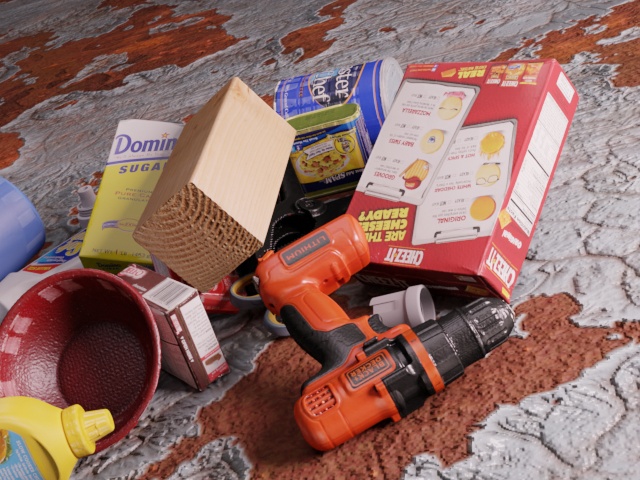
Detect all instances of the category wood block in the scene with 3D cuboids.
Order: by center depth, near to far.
[{"bbox_3d":[-0.098,-0.058,1.035,0.090,0.090,0.206,-39,22,29],"label":"wood block"}]

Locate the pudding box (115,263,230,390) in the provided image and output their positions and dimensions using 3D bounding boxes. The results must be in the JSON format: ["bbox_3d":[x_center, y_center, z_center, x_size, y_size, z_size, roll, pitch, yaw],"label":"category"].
[{"bbox_3d":[-0.138,0.076,0.956,0.039,0.090,0.114,-35,31,-26],"label":"pudding box"}]

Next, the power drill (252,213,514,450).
[{"bbox_3d":[0.039,0.059,0.854,0.184,0.057,0.188,-29,42,-5],"label":"power drill"}]

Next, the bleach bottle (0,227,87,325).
[{"bbox_3d":[-0.257,0.032,1.150,0.250,0.068,0.103,-32,28,-21],"label":"bleach bottle"}]

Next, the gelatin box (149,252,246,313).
[{"bbox_3d":[-0.119,0.031,1.032,0.073,0.030,0.089,4,39,-29],"label":"gelatin box"}]

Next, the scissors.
[{"bbox_3d":[0.015,0.039,1.006,0.201,0.016,0.096,-14,41,-14],"label":"scissors"}]

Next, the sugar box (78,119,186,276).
[{"bbox_3d":[-0.185,-0.045,1.120,0.093,0.048,0.176,5,62,6],"label":"sugar box"}]

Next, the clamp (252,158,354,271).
[{"bbox_3d":[0.001,-0.022,1.053,0.165,0.036,0.209,7,34,17],"label":"clamp"}]

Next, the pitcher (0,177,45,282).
[{"bbox_3d":[-0.419,0.040,1.149,0.149,0.145,0.242,14,45,36],"label":"pitcher"}]

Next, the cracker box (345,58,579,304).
[{"bbox_3d":[0.123,-0.057,0.966,0.164,0.072,0.213,6,67,41],"label":"cracker box"}]

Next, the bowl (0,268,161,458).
[{"bbox_3d":[-0.201,0.108,0.920,0.162,0.162,0.055,-12,-17,13],"label":"bowl"}]

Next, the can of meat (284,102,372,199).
[{"bbox_3d":[0.008,-0.102,1.207,0.102,0.084,0.057,-14,27,10],"label":"can of meat"}]

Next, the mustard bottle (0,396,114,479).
[{"bbox_3d":[-0.255,0.173,0.839,0.191,0.096,0.058,-20,26,-2],"label":"mustard bottle"}]

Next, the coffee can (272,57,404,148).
[{"bbox_3d":[0.027,-0.155,1.275,0.140,0.103,0.102,-8,28,21],"label":"coffee can"}]
